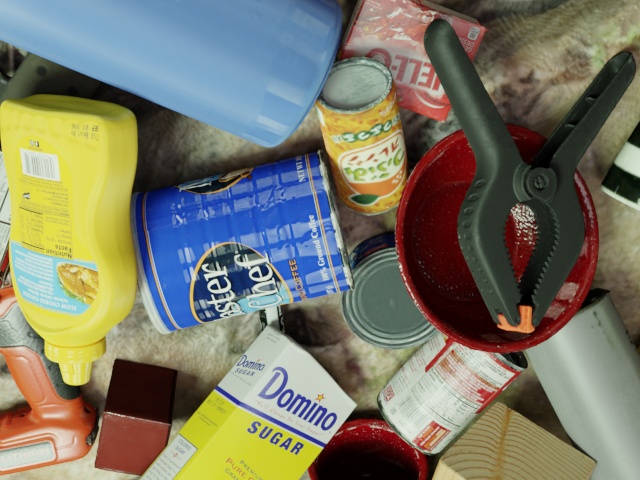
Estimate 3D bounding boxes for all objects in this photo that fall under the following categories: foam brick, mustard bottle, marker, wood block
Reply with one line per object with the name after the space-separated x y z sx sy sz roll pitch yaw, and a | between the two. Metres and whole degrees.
-0.142 0.137 0.821 0.051 0.078 0.053 11 112 -9 | foam brick
-0.163 0.005 0.701 0.096 0.058 0.192 12 110 29 | mustard bottle
-0.036 0.075 0.831 0.020 0.020 0.121 -6 113 0 | marker
0.125 0.241 0.831 0.090 0.090 0.206 32 130 24 | wood block

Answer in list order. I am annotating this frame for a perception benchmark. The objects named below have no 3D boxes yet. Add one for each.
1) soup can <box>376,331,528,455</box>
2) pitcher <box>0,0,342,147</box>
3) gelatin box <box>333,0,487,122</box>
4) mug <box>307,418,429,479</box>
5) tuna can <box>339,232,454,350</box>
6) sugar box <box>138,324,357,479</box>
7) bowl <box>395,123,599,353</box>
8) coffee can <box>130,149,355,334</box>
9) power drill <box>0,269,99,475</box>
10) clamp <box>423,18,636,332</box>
0.101 0.108 0.826 0.068 0.068 0.102 37 107 -17 | soup can
-0.109 -0.164 0.676 0.242 0.145 0.149 24 122 -16 | pitcher
0.060 -0.131 0.742 0.089 0.030 0.073 19 111 -10 | gelatin box
0.046 0.197 0.853 0.117 0.093 0.081 -35 140 -33 | mug
0.057 0.038 0.812 0.086 0.034 0.086 -1 113 -2 | tuna can
-0.059 0.160 0.800 0.176 0.048 0.093 -49 125 -11 | sugar box
0.117 -0.001 0.766 0.162 0.055 0.162 1 87 -20 | bowl
-0.055 0.001 0.753 0.140 0.103 0.103 -13 113 3 | coffee can
-0.254 0.086 0.803 0.184 0.057 0.187 -10 113 0 | power drill
0.148 -0.044 0.729 0.164 0.036 0.210 -3 91 -21 | clamp
